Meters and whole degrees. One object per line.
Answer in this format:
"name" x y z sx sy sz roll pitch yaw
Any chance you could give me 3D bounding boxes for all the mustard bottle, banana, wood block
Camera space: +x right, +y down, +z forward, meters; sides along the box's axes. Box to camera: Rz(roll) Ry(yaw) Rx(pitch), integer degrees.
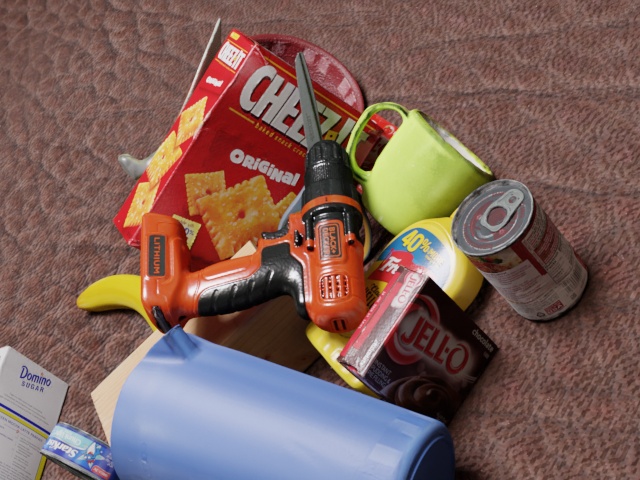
"mustard bottle" 0.080 0.039 0.898 0.191 0.058 0.096 -46 39 1
"banana" -0.202 0.070 1.147 0.198 0.037 0.069 23 72 50
"wood block" -0.098 0.114 0.972 0.206 0.090 0.091 -44 38 4

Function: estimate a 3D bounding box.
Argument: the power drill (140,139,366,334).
"power drill" -0.056 0.001 0.901 0.188 0.057 0.184 -10 55 8

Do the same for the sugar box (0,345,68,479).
"sugar box" -0.327 0.208 1.098 0.048 0.093 0.176 -19 45 30

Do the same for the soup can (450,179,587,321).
"soup can" 0.155 0.009 0.819 0.069 0.102 0.068 -25 43 25

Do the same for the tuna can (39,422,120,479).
"tuna can" -0.219 0.206 1.007 0.086 0.086 0.033 6 60 45

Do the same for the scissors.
"scissors" -0.018 -0.060 0.967 0.096 0.201 0.016 -25 18 4

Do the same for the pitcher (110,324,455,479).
"pitcher" -0.027 0.168 0.811 0.243 0.149 0.145 12 73 29

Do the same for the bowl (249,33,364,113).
"bowl" -0.038 -0.140 1.120 0.055 0.162 0.162 118 163 -51

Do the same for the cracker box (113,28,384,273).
"cracker box" -0.066 -0.061 0.999 0.214 0.164 0.072 -56 33 7

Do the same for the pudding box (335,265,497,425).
"pudding box" 0.075 0.086 0.817 0.039 0.113 0.090 25 76 48

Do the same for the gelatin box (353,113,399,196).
"gelatin box" 0.054 -0.080 1.047 0.073 0.030 0.089 -46 39 0
